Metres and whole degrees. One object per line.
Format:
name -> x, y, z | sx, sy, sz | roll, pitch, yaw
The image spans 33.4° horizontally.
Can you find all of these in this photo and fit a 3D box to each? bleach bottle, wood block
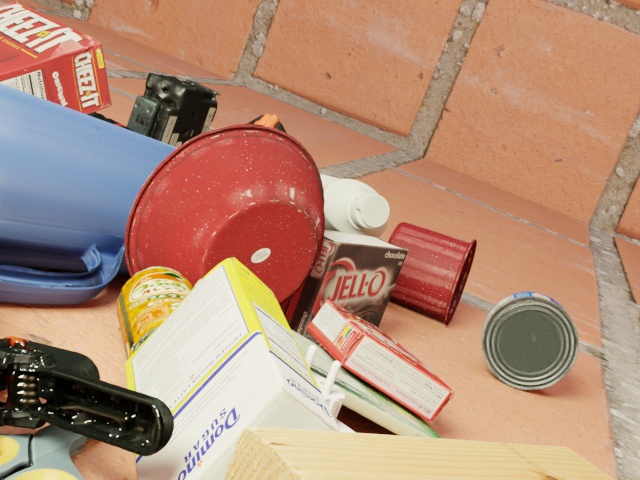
bleach bottle -> -0.014, -0.032, 1.017 | 0.102, 0.068, 0.251 | 33, -12, -22
wood block -> 0.057, 0.145, 0.467 | 0.205, 0.090, 0.091 | 12, 14, -38

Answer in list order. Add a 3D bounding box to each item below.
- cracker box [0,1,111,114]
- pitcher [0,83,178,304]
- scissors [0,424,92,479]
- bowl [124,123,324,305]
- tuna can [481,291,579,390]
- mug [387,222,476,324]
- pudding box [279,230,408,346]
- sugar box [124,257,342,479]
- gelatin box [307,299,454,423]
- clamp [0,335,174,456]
cracker box -> -0.323, -0.143, 0.953 | 0.213, 0.072, 0.164 | -26, 39, -33
pitcher -> -0.198, -0.031, 0.777 | 0.145, 0.149, 0.242 | 8, -3, 41
scissors -> -0.116, 0.106, 0.518 | 0.096, 0.016, 0.201 | 24, 12, 28
bowl -> -0.055, 0.001, 0.764 | 0.161, 0.162, 0.055 | 12, 20, -38
tuna can -> 0.189, 0.090, 0.969 | 0.086, 0.086, 0.033 | 22, 10, 3
mug -> 0.108, 0.035, 1.108 | 0.081, 0.093, 0.117 | 19, -20, 13
pudding box -> 0.017, 0.040, 0.884 | 0.039, 0.090, 0.113 | 27, 13, 30
sugar box -> -0.051, 0.080, 0.544 | 0.048, 0.093, 0.176 | 41, 6, -24
gelatin box -> 0.042, 0.083, 0.745 | 0.089, 0.030, 0.073 | 34, 2, -24
clamp -> -0.131, 0.071, 0.503 | 0.120, 0.039, 0.171 | 12, 3, -10
